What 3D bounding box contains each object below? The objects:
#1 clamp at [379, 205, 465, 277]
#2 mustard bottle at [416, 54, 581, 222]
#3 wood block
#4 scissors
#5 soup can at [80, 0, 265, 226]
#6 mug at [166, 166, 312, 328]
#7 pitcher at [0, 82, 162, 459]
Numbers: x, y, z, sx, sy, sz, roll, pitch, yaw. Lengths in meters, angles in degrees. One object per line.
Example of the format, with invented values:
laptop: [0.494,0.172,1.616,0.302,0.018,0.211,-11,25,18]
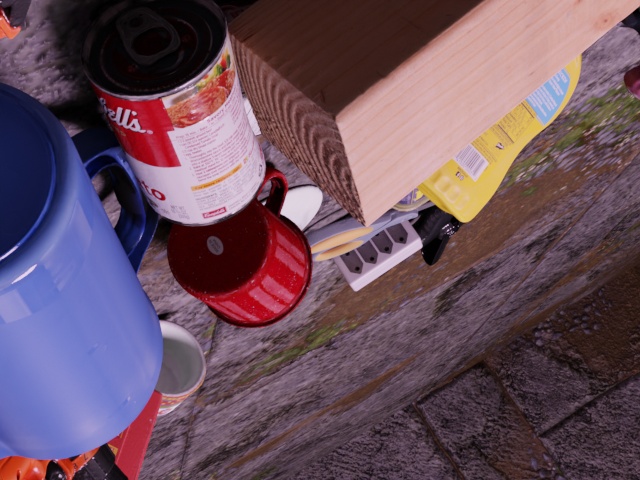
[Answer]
clamp: [0.133,-0.019,1.164,0.172,0.039,0.120,-42,164,29]
mustard bottle: [0.134,-0.113,0.780,0.096,0.058,0.191,40,90,-32]
wood block: [0.065,-0.116,0.541,0.206,0.091,0.090,-39,147,-13]
scissors: [0.069,-0.019,1.022,0.201,0.016,0.096,-17,166,-19]
soup can: [-0.068,-0.062,0.519,0.068,0.068,0.102,-31,146,-11]
mug: [-0.055,0.001,0.776,0.117,0.093,0.081,-64,160,-6]
pitcher: [-0.153,0.014,0.550,0.145,0.149,0.243,-10,157,-7]
